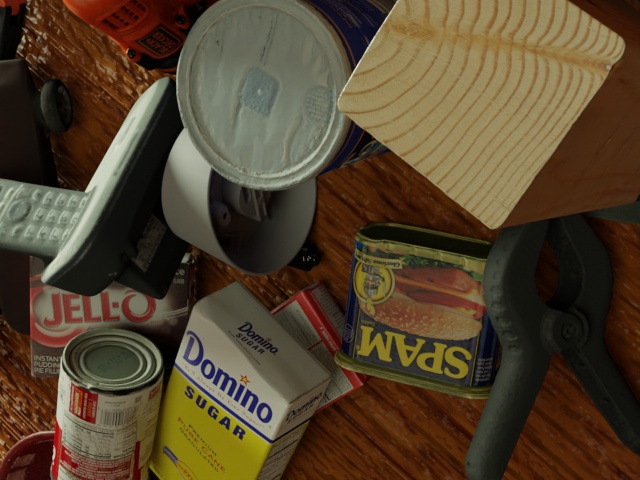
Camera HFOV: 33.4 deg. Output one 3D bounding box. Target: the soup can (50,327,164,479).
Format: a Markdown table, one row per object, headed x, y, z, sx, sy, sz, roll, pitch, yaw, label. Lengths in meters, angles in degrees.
| x | y | z | sx | sy | sz | roll | pitch | yaw | label |
| --- | --- | --- | --- | --- | --- | --- | --- | --- | --- |
| -0.143 | 0.118 | 0.715 | 0.069 | 0.068 | 0.102 | 25 | 123 | 21 | soup can |

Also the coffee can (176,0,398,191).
| x | y | z | sx | sy | sz | roll | pitch | yaw | label |
| --- | --- | --- | --- | --- | --- | --- | --- | --- | --- |
| 0.000 | -0.090 | 0.601 | 0.103 | 0.140 | 0.103 | 7 | 105 | 26 | coffee can |

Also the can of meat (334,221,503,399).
| x | y | z | sx | sy | sz | roll | pitch | yaw | label |
| --- | --- | --- | --- | --- | --- | --- | --- | --- | --- |
| 0.065 | 0.040 | 0.644 | 0.102 | 0.057 | 0.084 | 12 | 104 | 18 | can of meat |

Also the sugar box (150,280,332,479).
| x | y | z | sx | sy | sz | roll | pitch | yaw | label |
| --- | --- | --- | --- | --- | --- | --- | --- | --- | --- |
| -0.061 | 0.120 | 0.708 | 0.093 | 0.048 | 0.176 | 43 | 138 | 22 | sugar box |

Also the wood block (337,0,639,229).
| x | y | z | sx | sy | sz | roll | pitch | yaw | label |
| --- | --- | --- | --- | --- | --- | --- | --- | --- | --- |
| 0.110 | -0.072 | 0.501 | 0.091 | 0.205 | 0.090 | 42 | 113 | 21 | wood block |

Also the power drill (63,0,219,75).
| x | y | z | sx | sy | sz | roll | pitch | yaw | label |
| --- | --- | --- | --- | --- | --- | --- | --- | --- | --- |
| -0.037 | -0.162 | 0.610 | 0.188 | 0.184 | 0.057 | -33 | 79 | 11 | power drill |

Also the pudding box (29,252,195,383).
| x | y | z | sx | sy | sz | roll | pitch | yaw | label |
| --- | --- | --- | --- | --- | --- | --- | --- | --- | --- |
| -0.145 | 0.051 | 0.749 | 0.113 | 0.039 | 0.090 | 2 | 106 | -3 | pudding box |

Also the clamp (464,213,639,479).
| x | y | z | sx | sy | sz | roll | pitch | yaw | label |
| --- | --- | --- | --- | --- | --- | --- | --- | --- | --- |
| 0.139 | 0.054 | 0.602 | 0.039 | 0.120 | 0.171 | 9 | 97 | 62 | clamp |

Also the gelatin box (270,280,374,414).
| x | y | z | sx | sy | sz | roll | pitch | yaw | label |
| --- | --- | --- | --- | --- | --- | --- | --- | --- | --- |
| -0.015 | 0.080 | 0.715 | 0.089 | 0.030 | 0.073 | -36 | 84 | 33 | gelatin box |

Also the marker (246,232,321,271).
| x | y | z | sx | sy | sz | roll | pitch | yaw | label |
| --- | --- | --- | --- | --- | --- | --- | --- | --- | --- |
| -0.055 | 0.001 | 0.723 | 0.121 | 0.020 | 0.020 | 12 | 108 | 25 | marker |
